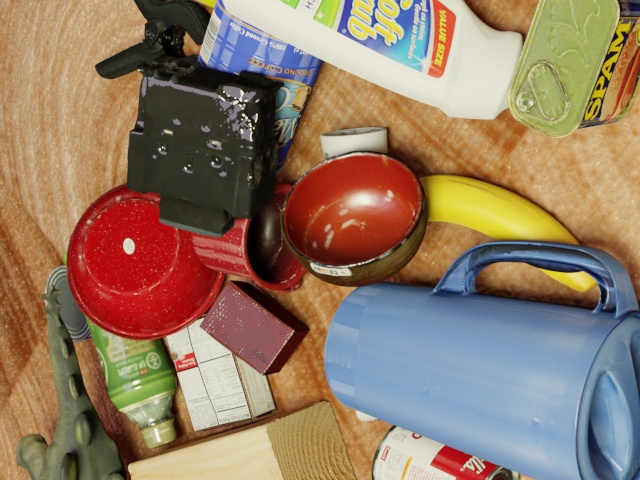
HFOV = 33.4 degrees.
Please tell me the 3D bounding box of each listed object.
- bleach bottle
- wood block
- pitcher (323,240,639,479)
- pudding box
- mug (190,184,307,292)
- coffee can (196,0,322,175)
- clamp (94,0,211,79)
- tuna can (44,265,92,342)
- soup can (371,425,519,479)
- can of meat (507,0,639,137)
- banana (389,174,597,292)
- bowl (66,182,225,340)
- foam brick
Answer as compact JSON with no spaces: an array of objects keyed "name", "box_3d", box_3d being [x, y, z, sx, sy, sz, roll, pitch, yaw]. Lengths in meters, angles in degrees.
[{"name":"bleach bottle","box_3d":[0.058,-0.166,0.796,0.251,0.068,0.102,26,85,7]},{"name":"wood block","box_3d":[-0.077,0.224,1.012,0.207,0.090,0.090,-23,83,41]},{"name":"pitcher","box_3d":[0.124,0.089,0.795,0.243,0.149,0.145,10,146,42]},{"name":"pudding box","box_3d":[-0.099,0.125,1.045,0.090,0.039,0.113,-20,87,40]},{"name":"mug","box_3d":[-0.056,0.001,0.960,0.082,0.093,0.117,10,142,44]},{"name":"coffee can","box_3d":[-0.058,-0.137,0.913,0.103,0.102,0.140,39,121,28]},{"name":"clamp","box_3d":[-0.157,-0.189,1.028,0.172,0.039,0.120,36,121,34]},{"name":"tuna can","box_3d":[-0.265,0.067,1.177,0.086,0.033,0.086,10,105,39]},{"name":"soup can","box_3d":[0.101,0.195,0.870,0.102,0.068,0.068,19,111,37]},{"name":"can of meat","box_3d":[0.182,-0.125,0.723,0.058,0.083,0.102,31,118,32]},{"name":"banana","box_3d":[0.125,-0.014,0.829,0.198,0.037,0.069,15,126,39]},{"name":"bowl","box_3d":[-0.172,0.012,1.014,0.162,0.055,0.162,-2,77,7]},{"name":"foam brick","box_3d":[-0.060,0.079,0.971,0.078,0.051,0.053,37,96,13]}]
